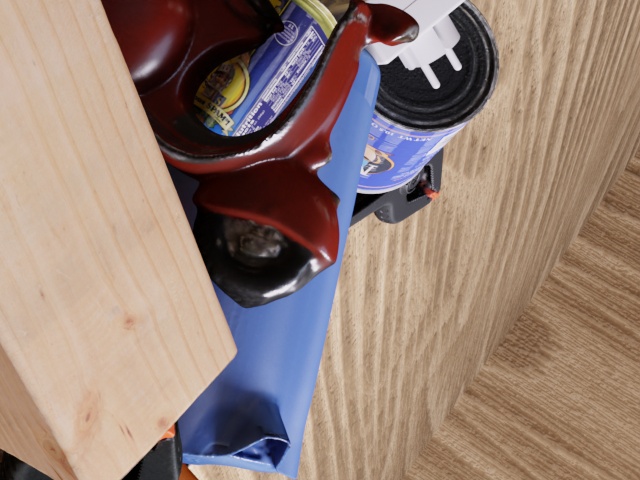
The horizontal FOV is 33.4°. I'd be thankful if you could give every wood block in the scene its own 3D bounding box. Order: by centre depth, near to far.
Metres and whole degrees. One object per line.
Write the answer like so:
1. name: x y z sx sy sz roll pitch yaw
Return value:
1. wood block: -0.116 -0.016 0.388 0.090 0.091 0.206 -46 135 -33

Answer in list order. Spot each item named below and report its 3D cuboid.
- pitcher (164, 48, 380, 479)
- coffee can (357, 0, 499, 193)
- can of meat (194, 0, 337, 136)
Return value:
1. pitcher: -0.054 0.001 0.598 0.145 0.149 0.243 60 45 -78
2. coffee can: 0.048 -0.099 0.724 0.102 0.103 0.140 -51 -179 -18
3. can of meat: -0.055 -0.097 0.522 0.084 0.102 0.057 -55 163 0
